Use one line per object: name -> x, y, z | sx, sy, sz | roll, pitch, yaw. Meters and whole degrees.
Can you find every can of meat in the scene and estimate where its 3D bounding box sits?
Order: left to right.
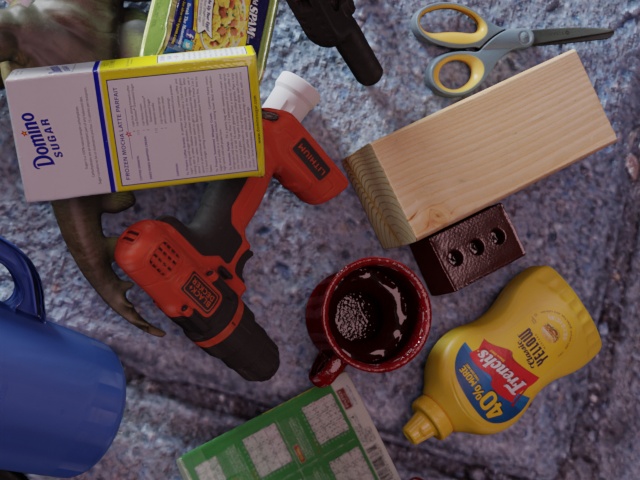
can of meat -> -0.085, -0.168, 0.819 | 0.083, 0.058, 0.102 | 17, 76, -27

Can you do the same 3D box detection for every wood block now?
wood block -> 0.137, -0.077, 0.926 | 0.206, 0.090, 0.091 | -26, 92, -15

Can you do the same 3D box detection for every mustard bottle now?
mustard bottle -> 0.148, 0.111, 0.928 | 0.191, 0.058, 0.096 | -36, 99, -15

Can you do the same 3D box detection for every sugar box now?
sugar box -> -0.131, -0.085, 0.773 | 0.176, 0.048, 0.093 | -5, 110, -3

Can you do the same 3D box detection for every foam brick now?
foam brick -> 0.128, 0.008, 0.935 | 0.078, 0.051, 0.053 | -27, 92, -15

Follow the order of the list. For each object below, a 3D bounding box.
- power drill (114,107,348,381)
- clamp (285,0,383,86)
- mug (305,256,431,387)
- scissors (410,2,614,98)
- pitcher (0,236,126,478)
power drill -> -0.056, 0.001, 0.866 | 0.184, 0.057, 0.187 | 49, 64, -36
clamp -> 0.013, -0.185, 0.882 | 0.039, 0.171, 0.120 | -18, 94, 23
mug -> 0.029, 0.073, 0.887 | 0.093, 0.082, 0.117 | 36, 77, -9
scissors -> 0.177, -0.168, 0.984 | 0.201, 0.016, 0.096 | 9, 84, -14
pitcher -> -0.253, 0.083, 0.742 | 0.242, 0.149, 0.145 | 27, 43, -44
